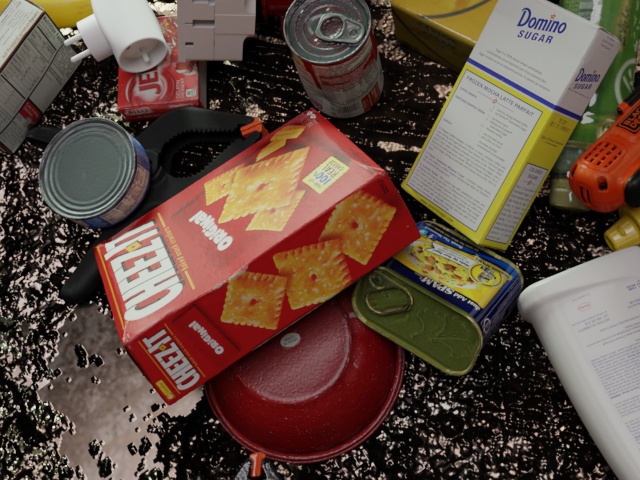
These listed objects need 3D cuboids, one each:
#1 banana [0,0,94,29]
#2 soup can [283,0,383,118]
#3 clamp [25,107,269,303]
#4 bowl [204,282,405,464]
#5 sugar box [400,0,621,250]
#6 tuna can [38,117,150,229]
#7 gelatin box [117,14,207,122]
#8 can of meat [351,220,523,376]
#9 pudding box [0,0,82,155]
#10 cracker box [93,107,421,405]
[{"bbox_3d":[-0.242,-0.214,0.938,0.197,0.070,0.037,-10,54,-7],"label":"banana"},{"bbox_3d":[0.013,-0.148,0.857,0.068,0.102,0.068,-3,70,9],"label":"soup can"},{"bbox_3d":[-0.147,-0.062,0.891,0.210,0.036,0.164,-27,69,4],"label":"clamp"},{"bbox_3d":[-0.018,0.084,0.807,0.162,0.055,0.162,-3,70,9],"label":"bowl"},{"bbox_3d":[0.139,-0.091,0.796,0.093,0.048,0.176,40,107,38],"label":"sugar box"},{"bbox_3d":[-0.181,-0.053,0.859,0.086,0.033,0.086,-5,73,16],"label":"tuna can"},{"bbox_3d":[-0.137,-0.150,0.923,0.073,0.030,0.089,-4,70,9],"label":"gelatin box"},{"bbox_3d":[0.088,0.038,0.785,0.102,0.057,0.083,30,42,18],"label":"can of meat"},{"bbox_3d":[-0.262,-0.140,0.911,0.039,0.090,0.113,28,78,17],"label":"pudding box"},{"bbox_3d":[-0.055,0.001,0.791,0.213,0.072,0.164,-33,30,-3],"label":"cracker box"}]
